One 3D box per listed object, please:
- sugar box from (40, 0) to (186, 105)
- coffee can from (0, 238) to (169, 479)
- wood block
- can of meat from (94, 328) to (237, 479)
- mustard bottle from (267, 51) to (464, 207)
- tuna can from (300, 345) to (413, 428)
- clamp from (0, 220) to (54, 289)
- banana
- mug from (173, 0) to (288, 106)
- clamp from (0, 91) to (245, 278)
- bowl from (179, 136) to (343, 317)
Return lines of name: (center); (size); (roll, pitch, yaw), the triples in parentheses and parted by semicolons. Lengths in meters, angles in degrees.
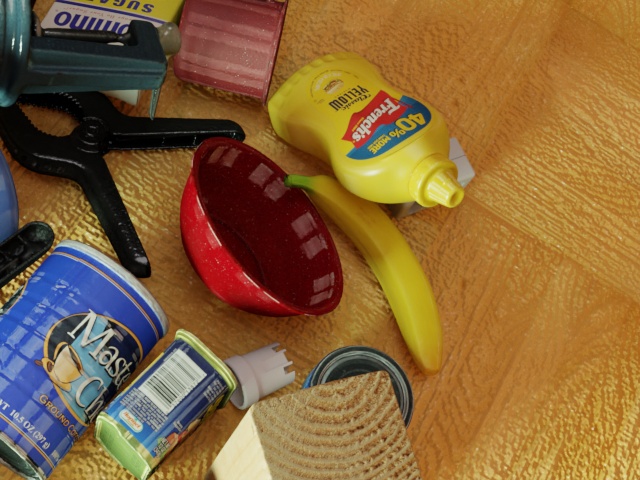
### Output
sugar box: (-0.162, -0.201, 0.894); (0.093, 0.048, 0.176); (20, 52, -2)
coffee can: (-0.189, 0.084, 0.749); (0.103, 0.103, 0.140); (36, 64, 3)
wood block: (-0.011, 0.164, 0.702); (0.090, 0.206, 0.091); (-12, 71, -19)
can of meat: (-0.112, 0.119, 0.755); (0.057, 0.102, 0.083); (43, 66, 5)
mustard bottle: (0.046, -0.081, 0.857); (0.096, 0.058, 0.192); (-33, 49, -18)
tuna can: (0.028, 0.125, 0.825); (0.086, 0.034, 0.086); (5, 66, -12)
clamp: (-0.250, 0.043, 0.718); (0.039, 0.120, 0.171); (44, 102, 19)
banana: (0.047, 0.017, 0.870); (0.069, 0.037, 0.198); (-35, 86, -36)
mug: (-0.073, -0.177, 0.889); (0.081, 0.117, 0.093); (13, 25, -3)
clamp: (-0.175, -0.083, 0.860); (0.210, 0.036, 0.164); (35, 58, 6)
bowl: (-0.055, 0.001, 0.820); (0.162, 0.055, 0.162); (39, 29, -27)
